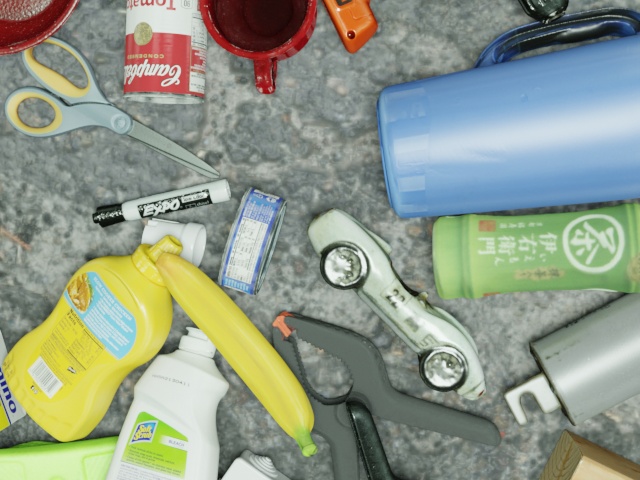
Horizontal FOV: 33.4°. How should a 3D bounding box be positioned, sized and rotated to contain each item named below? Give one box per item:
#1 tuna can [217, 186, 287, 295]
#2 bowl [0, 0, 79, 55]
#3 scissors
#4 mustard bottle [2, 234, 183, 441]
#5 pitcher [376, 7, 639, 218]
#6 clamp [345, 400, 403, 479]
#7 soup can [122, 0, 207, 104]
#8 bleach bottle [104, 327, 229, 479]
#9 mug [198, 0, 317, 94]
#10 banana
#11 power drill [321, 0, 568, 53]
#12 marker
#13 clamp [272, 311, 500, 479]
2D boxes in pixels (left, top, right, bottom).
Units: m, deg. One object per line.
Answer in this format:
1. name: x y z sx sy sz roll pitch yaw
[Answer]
1. tuna can: -0.056 0.001 0.882 0.034 0.086 0.086 18 94 1
2. bowl: -0.267 -0.234 0.900 0.162 0.055 0.162 0 93 4
3. scissors: -0.190 -0.092 0.922 0.202 0.016 0.096 44 96 1
4. mustard bottle: -0.179 0.070 0.891 0.096 0.058 0.192 46 105 20
5. pitcher: 0.170 -0.095 0.850 0.243 0.149 0.145 -8 107 7
6. clamp: 0.050 0.212 0.874 0.171 0.039 0.120 31 98 -15
7. soup can: -0.129 -0.167 0.888 0.068 0.068 0.102 3 93 4
8. bleach bottle: -0.124 0.197 0.873 0.103 0.068 0.251 13 79 13
9. mug: -0.045 -0.178 0.874 0.093 0.081 0.117 -4 93 5
10. banana: -0.062 0.086 0.864 0.037 0.070 0.198 -40 91 -8
11. power drill: 0.089 -0.229 0.874 0.187 0.057 0.184 -28 85 2
12. marker: -0.138 -0.032 0.919 0.121 0.020 0.020 -12 92 5
13. clamp: 0.040 0.140 0.907 0.164 0.036 0.210 -33 91 6
